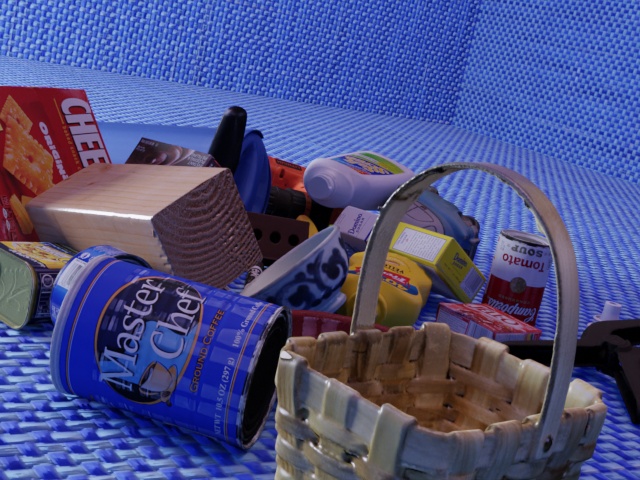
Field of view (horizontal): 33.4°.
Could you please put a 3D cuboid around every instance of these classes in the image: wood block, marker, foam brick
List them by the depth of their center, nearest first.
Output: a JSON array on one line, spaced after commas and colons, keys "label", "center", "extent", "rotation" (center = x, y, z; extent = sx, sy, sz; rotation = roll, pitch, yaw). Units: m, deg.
[{"label": "wood block", "center": [-0.161, -0.009, 0.946], "extent": [0.207, 0.091, 0.090], "rotation": [6, 34, 46]}, {"label": "marker", "center": [-0.071, 0.042, 1.141], "extent": [0.020, 0.020, 0.121], "rotation": [12, 12, -4]}, {"label": "foam brick", "center": [-0.058, 0.002, 1.225], "extent": [0.078, 0.053, 0.051], "rotation": [8, -13, -16]}]

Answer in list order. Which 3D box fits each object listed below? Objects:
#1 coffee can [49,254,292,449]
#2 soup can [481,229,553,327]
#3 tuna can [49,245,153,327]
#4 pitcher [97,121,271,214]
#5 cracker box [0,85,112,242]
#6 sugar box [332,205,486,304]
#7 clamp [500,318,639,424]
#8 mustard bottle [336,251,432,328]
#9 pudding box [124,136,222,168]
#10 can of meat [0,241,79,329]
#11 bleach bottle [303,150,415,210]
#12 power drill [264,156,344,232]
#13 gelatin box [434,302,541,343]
[{"label": "coffee can", "center": [-0.102, 0.077, 0.747], "extent": [0.140, 0.103, 0.102], "rotation": [15, 12, 11]}, {"label": "soup can", "center": [0.228, 0.044, 1.234], "extent": [0.068, 0.102, 0.068], "rotation": [12, 12, -3]}, {"label": "tuna can", "center": [-0.173, 0.048, 0.853], "extent": [0.034, 0.086, 0.085], "rotation": [20, 14, 39]}, {"label": "pitcher", "center": [-0.194, -0.075, 1.306], "extent": [0.243, 0.145, 0.149], "rotation": [8, 5, 19]}, {"label": "cracker box", "center": [-0.292, -0.069, 1.067], "extent": [0.072, 0.164, 0.213], "rotation": [-21, -3, 25]}, {"label": "sugar box", "center": [0.102, 0.015, 1.262], "extent": [0.176, 0.048, 0.093], "rotation": [23, -18, 46]}, {"label": "clamp", "center": [0.299, 0.121, 1.068], "extent": [0.209, 0.036, 0.165], "rotation": [-11, 27, -40]}, {"label": "mustard bottle", "center": [0.059, 0.057, 1.112], "extent": [0.096, 0.058, 0.191], "rotation": [20, 13, 8]}, {"label": "pudding box", "center": [-0.159, -0.050, 1.069], "extent": [0.114, 0.090, 0.039], "rotation": [16, -22, 42]}, {"label": "can of meat", "center": [-0.242, 0.035, 0.913], "extent": [0.102, 0.057, 0.083], "rotation": [22, 13, 38]}, {"label": "bleach bottle", "center": [0.046, -0.074, 1.411], "extent": [0.103, 0.068, 0.250], "rotation": [28, 15, 15]}, {"label": "power drill", "center": [-0.041, -0.059, 1.456], "extent": [0.184, 0.057, 0.188], "rotation": [19, 15, -28]}, {"label": "gelatin box", "center": [0.177, 0.092, 1.134], "extent": [0.073, 0.030, 0.089], "rotation": [4, 15, -37]}]
